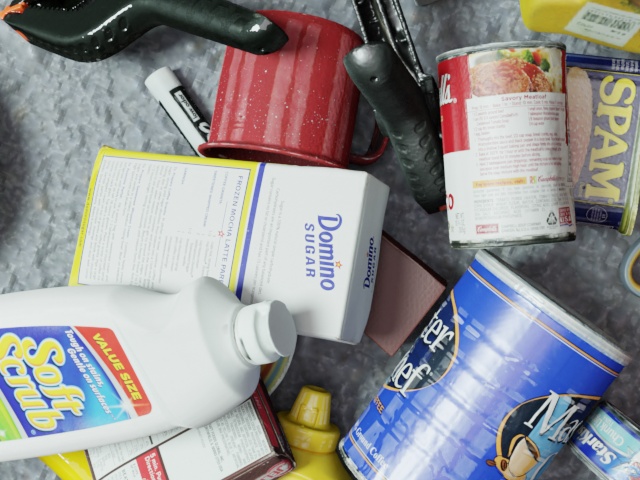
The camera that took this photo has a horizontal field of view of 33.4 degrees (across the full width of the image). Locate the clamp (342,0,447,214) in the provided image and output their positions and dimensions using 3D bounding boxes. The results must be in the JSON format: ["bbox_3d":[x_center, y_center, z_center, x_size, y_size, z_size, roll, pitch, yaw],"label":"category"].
[{"bbox_3d":[0.046,-0.072,0.584,0.039,0.120,0.171,-15,125,20],"label":"clamp"}]

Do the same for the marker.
[{"bbox_3d":[-0.068,-0.054,0.663,0.020,0.020,0.121,-35,87,8],"label":"marker"}]

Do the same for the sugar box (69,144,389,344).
[{"bbox_3d":[-0.054,0.001,0.611,0.176,0.048,0.093,8,84,22],"label":"sugar box"}]

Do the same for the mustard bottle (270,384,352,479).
[{"bbox_3d":[-0.027,0.181,0.646,0.096,0.058,0.192,15,94,7],"label":"mustard bottle"}]

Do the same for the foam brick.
[{"bbox_3d":[0.030,0.022,0.636,0.078,0.051,0.053,40,96,5],"label":"foam brick"}]

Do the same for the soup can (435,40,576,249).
[{"bbox_3d":[0.098,-0.048,0.561,0.068,0.068,0.102,-4,91,8],"label":"soup can"}]

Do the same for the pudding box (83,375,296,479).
[{"bbox_3d":[-0.081,0.115,0.624,0.113,0.039,0.090,-29,59,7],"label":"pudding box"}]

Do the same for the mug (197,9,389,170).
[{"bbox_3d":[-0.008,-0.080,0.624,0.117,0.093,0.081,12,84,-25],"label":"mug"}]

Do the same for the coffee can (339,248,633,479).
[{"bbox_3d":[0.092,0.090,0.603,0.103,0.102,0.140,36,97,6],"label":"coffee can"}]

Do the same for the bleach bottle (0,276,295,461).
[{"bbox_3d":[-0.130,0.063,0.590,0.251,0.068,0.102,-14,91,27],"label":"bleach bottle"}]

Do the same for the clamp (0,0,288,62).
[{"bbox_3d":[-0.100,-0.148,0.623,0.210,0.036,0.164,-18,54,22],"label":"clamp"}]
